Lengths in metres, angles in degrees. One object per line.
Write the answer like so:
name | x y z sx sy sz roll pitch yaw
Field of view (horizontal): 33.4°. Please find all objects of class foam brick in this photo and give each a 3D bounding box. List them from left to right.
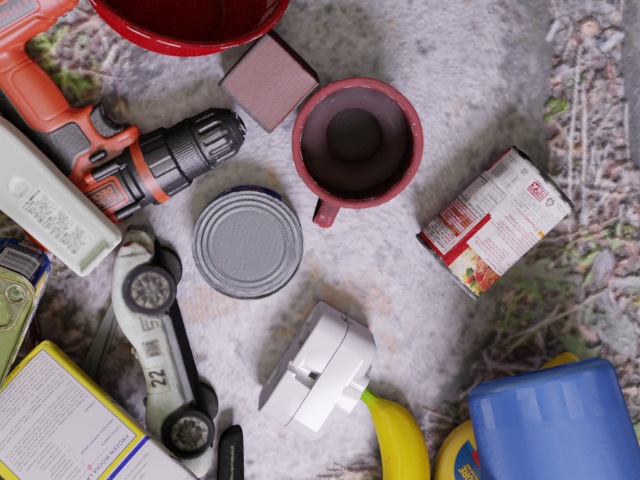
foam brick | -0.037 -0.117 0.774 0.051 0.078 0.053 42 100 -10

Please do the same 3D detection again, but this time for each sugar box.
sugar box | -0.167 0.163 0.773 0.176 0.048 0.093 40 81 14

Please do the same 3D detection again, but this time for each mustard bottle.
mustard bottle | 0.151 0.180 0.854 0.192 0.058 0.096 -37 89 7

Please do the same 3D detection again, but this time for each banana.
banana | 0.051 0.214 0.846 0.070 0.037 0.198 2 83 32

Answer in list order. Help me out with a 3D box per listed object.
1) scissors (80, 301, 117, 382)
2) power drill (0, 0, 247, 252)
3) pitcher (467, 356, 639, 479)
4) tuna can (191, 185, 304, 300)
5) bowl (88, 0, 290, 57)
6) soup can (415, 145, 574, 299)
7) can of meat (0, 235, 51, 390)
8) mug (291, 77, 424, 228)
scissors | -0.216 0.135 0.855 0.096 0.016 0.202 7 103 -8
power drill | -0.170 -0.104 0.783 0.184 0.057 0.187 -27 102 4
pitcher | 0.173 0.212 0.748 0.145 0.149 0.243 -16 80 21
tuna can | -0.055 0.001 0.822 0.086 0.034 0.086 0 103 -2
bowl | -0.103 -0.184 0.744 0.162 0.055 0.162 10 59 -17
soup can | 0.131 -0.014 0.807 0.102 0.068 0.068 -44 100 7
can of meat | -0.235 0.053 0.762 0.057 0.084 0.102 23 102 -9
mug | 0.021 -0.065 0.785 0.093 0.081 0.117 18 101 -6
